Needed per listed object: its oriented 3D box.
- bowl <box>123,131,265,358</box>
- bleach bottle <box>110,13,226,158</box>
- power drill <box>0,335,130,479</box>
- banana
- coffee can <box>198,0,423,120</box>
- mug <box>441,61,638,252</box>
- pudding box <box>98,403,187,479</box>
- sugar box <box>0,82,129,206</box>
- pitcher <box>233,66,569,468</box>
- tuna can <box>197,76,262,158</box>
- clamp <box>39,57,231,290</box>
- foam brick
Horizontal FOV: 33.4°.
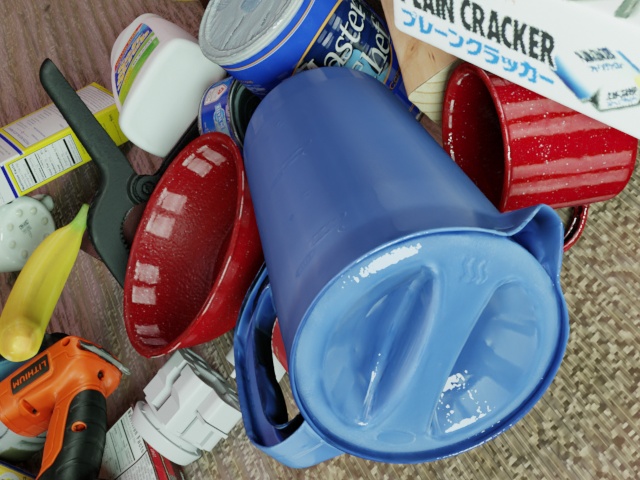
[{"bbox_3d":[-0.076,0.009,0.740,0.162,0.055,0.162,-34,46,44],"label":"bowl"},{"bbox_3d":[-0.158,-0.155,0.992,0.102,0.068,0.251,-59,25,6],"label":"bleach bottle"},{"bbox_3d":[-0.198,0.173,0.743,0.185,0.057,0.187,-32,42,20],"label":"power drill"},{"bbox_3d":[-0.222,0.041,0.831,0.197,0.037,0.070,-86,23,-57],"label":"banana"},{"bbox_3d":[-0.002,-0.132,0.762,0.103,0.140,0.103,-27,45,31],"label":"coffee can"},{"bbox_3d":[0.124,-0.046,0.600,0.093,0.081,0.117,-149,51,-73],"label":"mug"},{"bbox_3d":[-0.147,0.186,0.758,0.113,0.039,0.090,-45,36,8],"label":"pudding box"},{"bbox_3d":[-0.273,-0.090,1.035,0.176,0.048,0.093,-32,32,-17],"label":"sugar box"},{"bbox_3d":[0.019,0.003,0.585,0.149,0.145,0.243,-6,31,-10],"label":"pitcher"},{"bbox_3d":[-0.053,-0.088,0.828,0.034,0.086,0.086,-15,52,37],"label":"tuna can"},{"bbox_3d":[-0.130,-0.048,0.859,0.036,0.164,0.210,-161,64,-77],"label":"clamp"},{"bbox_3d":[-0.161,-0.012,0.912,0.053,0.051,0.078,19,77,51],"label":"foam brick"}]
